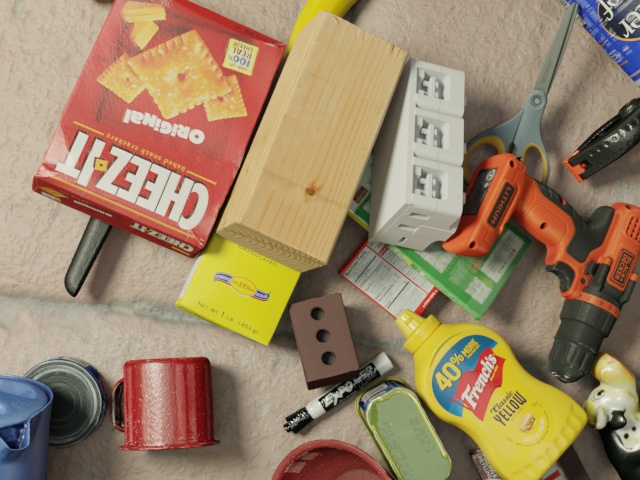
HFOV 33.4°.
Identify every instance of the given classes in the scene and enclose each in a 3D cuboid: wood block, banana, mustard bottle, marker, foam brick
[{"bbox_3d":[-0.008,-0.086,0.957,0.090,0.090,0.206,25,77,-13],"label":"wood block"},{"bbox_3d":[0.001,-0.182,1.035,0.069,0.037,0.198,23,87,1],"label":"banana"},{"bbox_3d":[0.146,0.134,0.989,0.192,0.058,0.096,42,82,9],"label":"mustard bottle"},{"bbox_3d":[0.016,0.149,1.031,0.121,0.020,0.020,-34,89,-2],"label":"marker"},{"bbox_3d":[0.003,0.095,1.008,0.053,0.051,0.078,-14,72,-3],"label":"foam brick"}]

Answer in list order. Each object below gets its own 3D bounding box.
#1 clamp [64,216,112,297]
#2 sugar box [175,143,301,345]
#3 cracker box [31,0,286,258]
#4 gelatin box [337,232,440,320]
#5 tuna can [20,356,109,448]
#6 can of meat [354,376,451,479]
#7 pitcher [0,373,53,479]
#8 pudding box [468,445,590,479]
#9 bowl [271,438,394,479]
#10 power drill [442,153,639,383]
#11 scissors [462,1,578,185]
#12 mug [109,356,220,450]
[{"bbox_3d":[-0.187,-0.052,1.022,0.164,0.036,0.210,-18,88,-11],"label":"clamp"},{"bbox_3d":[-0.057,0.001,1.004,0.093,0.048,0.176,26,81,-12],"label":"sugar box"},{"bbox_3d":[-0.146,-0.114,0.983,0.164,0.072,0.213,23,75,-10],"label":"cracker box"},{"bbox_3d":[0.073,0.031,1.032,0.089,0.030,0.073,38,89,-1],"label":"gelatin box"},{"bbox_3d":[-0.247,0.154,1.017,0.086,0.034,0.086,0,88,-2],"label":"tuna can"},{"bbox_3d":[0.078,0.182,0.999,0.057,0.084,0.102,-29,89,-3],"label":"can of meat"},{"bbox_3d":[-0.315,0.245,0.958,0.145,0.149,0.243,4,101,0],"label":"pitcher"},{"bbox_3d":[0.208,0.232,1.023,0.090,0.039,0.113,-28,88,-2],"label":"pudding box"},{"bbox_3d":[0.026,0.261,0.988,0.162,0.055,0.162,0,90,36],"label":"bowl"},{"bbox_3d":[0.209,0.019,0.997,0.187,0.057,0.184,30,77,-20],"label":"power drill"},{"bbox_3d":[0.186,-0.128,1.022,0.096,0.016,0.202,5,105,8],"label":"scissors"},{"bbox_3d":[-0.151,0.152,1.000,0.117,0.093,0.081,-8,82,34],"label":"mug"}]
